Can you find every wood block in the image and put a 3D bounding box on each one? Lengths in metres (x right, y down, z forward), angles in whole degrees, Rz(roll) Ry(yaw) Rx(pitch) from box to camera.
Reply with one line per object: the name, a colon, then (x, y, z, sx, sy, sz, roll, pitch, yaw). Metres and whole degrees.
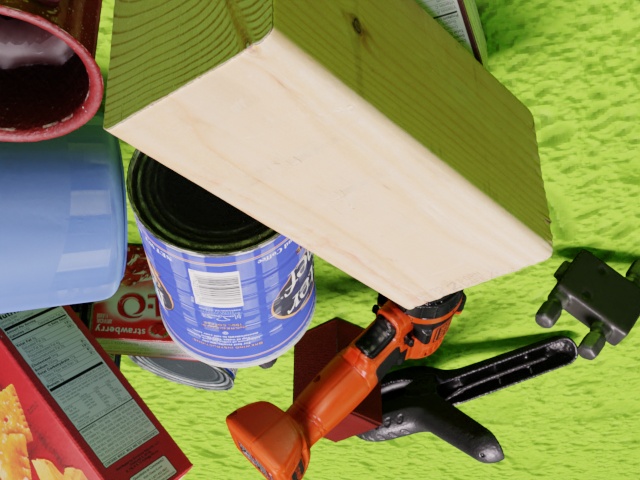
wood block: (0.013, -0.055, 0.481, 0.090, 0.091, 0.205, -23, 143, 32)

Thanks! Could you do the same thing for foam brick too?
foam brick: (0.013, 0.110, 0.843, 0.052, 0.078, 0.051, 28, 139, -35)

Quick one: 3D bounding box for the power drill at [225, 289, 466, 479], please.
power drill: (0.023, 0.080, 0.712, 0.187, 0.057, 0.184, -41, 161, -15)

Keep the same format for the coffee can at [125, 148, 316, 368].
coffee can: (-0.054, 0.001, 0.637, 0.103, 0.103, 0.140, -1, 149, 0)

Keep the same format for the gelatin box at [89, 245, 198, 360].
gelatin box: (-0.110, 0.042, 0.733, 0.089, 0.073, 0.030, 5, 149, -9)

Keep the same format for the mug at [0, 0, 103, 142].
mug: (-0.135, -0.109, 0.475, 0.093, 0.081, 0.117, 19, 144, -29)

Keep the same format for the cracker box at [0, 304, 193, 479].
cracker box: (-0.208, 0.119, 0.711, 0.164, 0.214, 0.072, -46, 169, 36)

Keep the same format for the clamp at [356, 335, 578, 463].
clamp: (0.087, 0.132, 0.849, 0.210, 0.164, 0.036, -12, 105, 31)

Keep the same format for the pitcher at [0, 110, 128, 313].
pitcher: (-0.233, -0.009, 0.574, 0.242, 0.149, 0.145, -3, 106, -18)

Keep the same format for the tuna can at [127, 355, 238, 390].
tuna can: (-0.102, 0.084, 0.818, 0.086, 0.033, 0.086, 14, 156, 6)
